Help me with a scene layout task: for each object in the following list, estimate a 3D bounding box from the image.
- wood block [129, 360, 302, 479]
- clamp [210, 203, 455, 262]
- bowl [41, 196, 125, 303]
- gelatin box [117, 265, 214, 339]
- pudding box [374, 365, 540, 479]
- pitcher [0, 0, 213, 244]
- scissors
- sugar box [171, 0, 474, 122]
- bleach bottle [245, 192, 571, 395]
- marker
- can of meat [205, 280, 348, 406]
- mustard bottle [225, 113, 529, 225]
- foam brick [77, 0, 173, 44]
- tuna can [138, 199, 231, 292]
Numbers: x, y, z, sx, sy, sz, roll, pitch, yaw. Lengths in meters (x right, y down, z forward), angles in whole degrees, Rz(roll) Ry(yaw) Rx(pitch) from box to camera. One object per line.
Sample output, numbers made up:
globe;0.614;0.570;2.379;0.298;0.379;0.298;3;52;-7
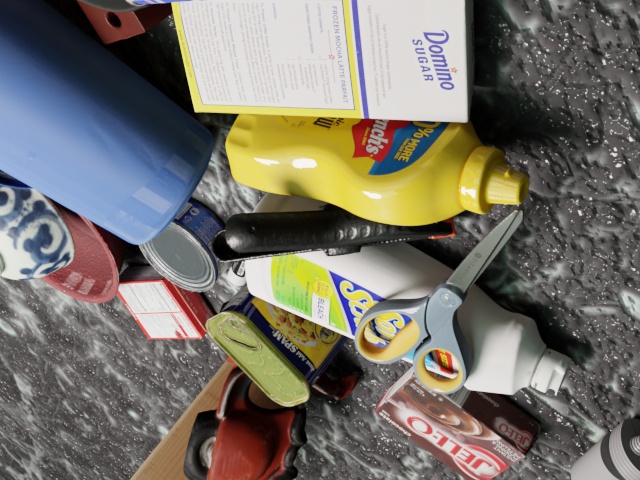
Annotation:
wood block;-0.116;0.223;1.025;0.091;0.205;0.090;36;144;4
clamp;0.004;-0.006;0.737;0.120;0.171;0.039;180;87;-71
bowl;-0.238;-0.018;1.006;0.162;0.055;0.162;24;142;21
gelatin box;-0.151;0.059;1.033;0.089;0.030;0.073;-6;123;45
pudding box;0.112;0.148;0.884;0.113;0.039;0.090;38;145;3
pitcher;-0.211;-0.097;0.798;0.242;0.145;0.149;35;176;-19
scissors;0.098;0.051;0.722;0.096;0.016;0.202;43;139;-11
sugar box;0.004;-0.122;0.645;0.176;0.048;0.093;3;135;11
bleach bottle;0.066;0.045;0.797;0.251;0.068;0.103;23;140;18
marker;-0.056;0.001;0.894;0.020;0.020;0.121;36;144;5
can of meat;-0.031;0.072;0.892;0.102;0.083;0.058;47;144;-10
mustard bottle;0.041;-0.055;0.681;0.192;0.096;0.058;18;137;28
foam brick;-0.140;-0.185;0.742;0.053;0.051;0.078;-4;126;44
tuna can;-0.118;0.003;0.939;0.086;0.033;0.086;24;142;21
